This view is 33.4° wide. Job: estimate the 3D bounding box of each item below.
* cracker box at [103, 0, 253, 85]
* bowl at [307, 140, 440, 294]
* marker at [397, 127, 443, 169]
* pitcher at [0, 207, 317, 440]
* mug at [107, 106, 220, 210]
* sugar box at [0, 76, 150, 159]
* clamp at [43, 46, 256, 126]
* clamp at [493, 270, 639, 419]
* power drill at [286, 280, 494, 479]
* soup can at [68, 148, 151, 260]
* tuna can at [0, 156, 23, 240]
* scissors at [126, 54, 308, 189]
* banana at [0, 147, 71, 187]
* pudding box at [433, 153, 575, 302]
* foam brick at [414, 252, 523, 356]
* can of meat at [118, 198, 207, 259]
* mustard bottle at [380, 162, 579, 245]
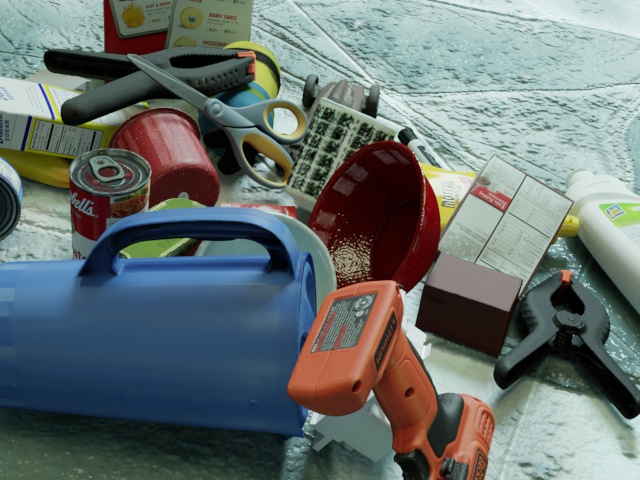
[{"bbox_3d":[-0.156,-0.274,1.169,0.164,0.214,0.072,-2,38,-13],"label":"cracker box"},{"bbox_3d":[0.053,-0.003,0.926,0.055,0.162,0.162,21,27,-33],"label":"bowl"},{"bbox_3d":[0.111,-0.083,1.125,0.020,0.020,0.121,-8,40,-20],"label":"marker"},{"bbox_3d":[-0.123,0.062,0.774,0.243,0.145,0.149,2,75,5],"label":"pitcher"},{"bbox_3d":[-0.154,-0.058,0.998,0.117,0.093,0.081,-32,50,1],"label":"mug"},{"bbox_3d":[-0.248,-0.115,1.041,0.176,0.048,0.093,5,26,-26],"label":"sugar box"},{"bbox_3d":[-0.164,-0.156,1.038,0.209,0.036,0.164,-5,31,-10],"label":"clamp"},{"bbox_3d":[0.198,0.082,0.905,0.120,0.039,0.171,13,31,-8],"label":"clamp"},{"bbox_3d":[0.050,0.134,0.700,0.057,0.187,0.184,-12,35,30],"label":"power drill"},{"bbox_3d":[-0.181,-0.019,0.919,0.068,0.102,0.068,5,37,-4],"label":"soup can"},{"bbox_3d":[-0.306,-0.038,0.937,0.086,0.086,0.034,0,36,-10],"label":"tuna can"},{"bbox_3d":[-0.086,-0.134,1.018,0.096,0.201,0.016,-52,25,-20],"label":"scissors"},{"bbox_3d":[-0.332,-0.078,1.031,0.197,0.037,0.069,0,56,-7],"label":"banana"},{"bbox_3d":[0.163,-0.009,0.962,0.090,0.039,0.113,32,77,4],"label":"pudding box"},{"bbox_3d":[0.128,0.054,0.918,0.078,0.053,0.051,19,38,14],"label":"foam brick"},{"bbox_3d":[-0.132,0.022,0.888,0.057,0.084,0.101,26,40,23],"label":"can of meat"},{"bbox_3d":[0.151,-0.024,1.019,0.191,0.058,0.096,7,50,-2],"label":"mustard bottle"}]
